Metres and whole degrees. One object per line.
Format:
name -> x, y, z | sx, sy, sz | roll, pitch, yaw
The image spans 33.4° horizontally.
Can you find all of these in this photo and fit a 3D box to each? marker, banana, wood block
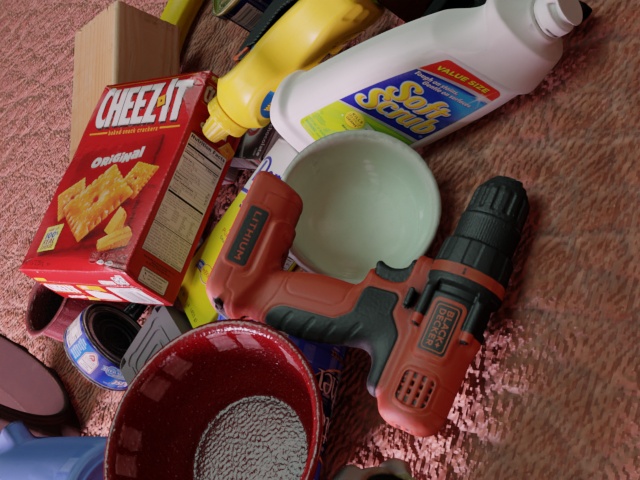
marker -> -0.161, 0.038, 1.080 | 0.121, 0.020, 0.020 | -49, 36, 20
banana -> -0.164, -0.261, 1.281 | 0.070, 0.037, 0.198 | 8, 75, 35
wood block -> -0.217, -0.146, 1.186 | 0.091, 0.090, 0.206 | -23, 60, 42

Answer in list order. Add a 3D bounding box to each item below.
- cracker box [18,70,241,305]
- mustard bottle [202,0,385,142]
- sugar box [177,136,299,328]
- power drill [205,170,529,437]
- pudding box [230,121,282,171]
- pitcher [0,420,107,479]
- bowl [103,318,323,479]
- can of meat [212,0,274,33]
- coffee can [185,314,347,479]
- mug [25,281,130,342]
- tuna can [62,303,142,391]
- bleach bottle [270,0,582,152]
cracker box -> -0.175, -0.050, 1.005 | 0.164, 0.072, 0.213 | 1, 63, 42
mustard bottle -> -0.033, -0.153, 0.920 | 0.192, 0.058, 0.096 | -41, -1, 21
sugar box -> -0.056, 0.001, 0.941 | 0.176, 0.048, 0.093 | -56, 34, 12
power drill -> 0.031, 0.017, 0.722 | 0.188, 0.057, 0.184 | 20, 75, 19
pudding box -> -0.047, -0.121, 1.018 | 0.090, 0.039, 0.113 | 11, 76, 55
pitcher -> -0.191, 0.229, 0.865 | 0.243, 0.149, 0.145 | -22, 42, 57
bowl -> -0.059, 0.135, 0.686 | 0.162, 0.055, 0.162 | -13, 60, 24
can of meat -> -0.061, -0.252, 1.088 | 0.058, 0.083, 0.102 | -38, 41, 32
coffee can -> -0.039, 0.114, 0.787 | 0.103, 0.102, 0.140 | -12, 58, 49
mug -> -0.252, 0.061, 1.128 | 0.093, 0.081, 0.117 | -41, 39, 29
tuna can -> -0.204, 0.102, 1.032 | 0.034, 0.086, 0.086 | -45, 37, 21
bleach bottle -> 0.079, -0.126, 0.796 | 0.251, 0.102, 0.068 | -24, 34, 45
